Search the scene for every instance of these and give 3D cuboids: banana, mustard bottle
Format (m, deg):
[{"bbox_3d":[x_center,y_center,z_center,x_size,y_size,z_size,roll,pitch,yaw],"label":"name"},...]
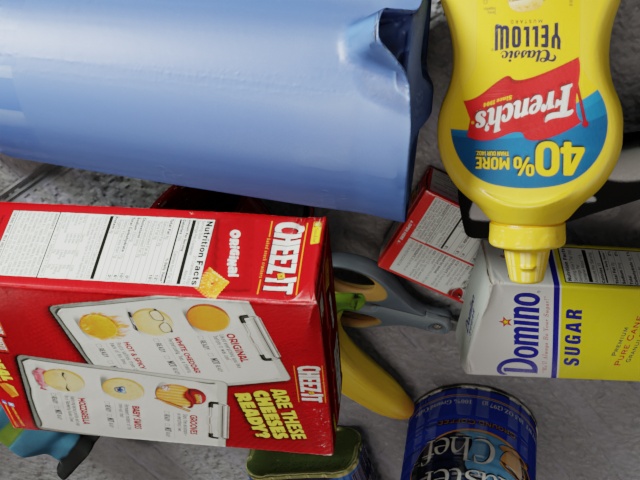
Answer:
[{"bbox_3d":[0.017,0.081,0.755,0.070,0.037,0.197,24,161,27],"label":"banana"},{"bbox_3d":[0.109,-0.072,0.561,0.096,0.058,0.192,1,101,14],"label":"mustard bottle"}]

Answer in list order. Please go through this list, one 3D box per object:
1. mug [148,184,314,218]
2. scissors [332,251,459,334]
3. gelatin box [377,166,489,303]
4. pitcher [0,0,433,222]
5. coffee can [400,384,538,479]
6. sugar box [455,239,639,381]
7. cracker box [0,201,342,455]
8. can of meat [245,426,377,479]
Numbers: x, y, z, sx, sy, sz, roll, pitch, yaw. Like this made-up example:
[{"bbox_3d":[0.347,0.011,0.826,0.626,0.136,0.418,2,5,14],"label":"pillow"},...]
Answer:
[{"bbox_3d":[-0.055,0.001,0.707,0.117,0.093,0.081,-40,123,-3],"label":"mug"},{"bbox_3d":[0.075,0.045,0.741,0.202,0.016,0.096,7,148,7],"label":"scissors"},{"bbox_3d":[0.093,0.002,0.701,0.089,0.030,0.073,24,130,-7],"label":"gelatin box"},{"bbox_3d":[-0.058,-0.085,0.599,0.243,0.145,0.149,7,121,7],"label":"pitcher"},{"bbox_3d":[0.107,0.192,0.786,0.103,0.140,0.103,7,131,8],"label":"coffee can"},{"bbox_3d":[0.182,0.048,0.685,0.176,0.048,0.093,1,135,-5],"label":"sugar box"},{"bbox_3d":[-0.098,0.054,0.642,0.214,0.072,0.164,3,141,7],"label":"cracker box"},{"bbox_3d":[-0.003,0.201,0.877,0.102,0.057,0.084,-7,126,18],"label":"can of meat"}]
